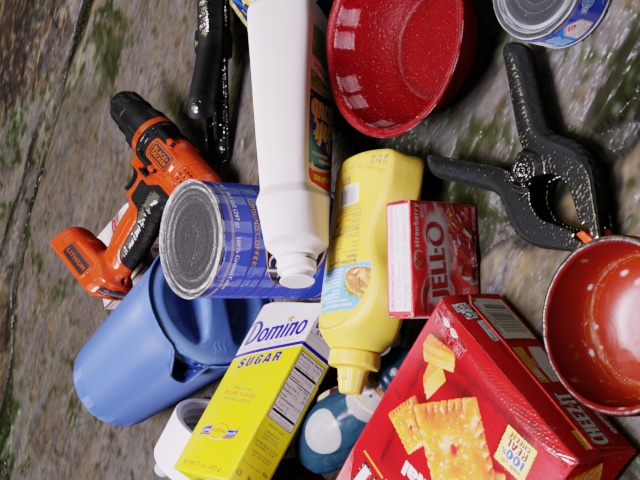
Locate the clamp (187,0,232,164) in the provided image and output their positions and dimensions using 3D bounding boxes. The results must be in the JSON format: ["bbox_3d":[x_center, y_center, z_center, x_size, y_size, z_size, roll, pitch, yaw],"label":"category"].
[{"bbox_3d":[-0.106,-0.189,1.041,0.164,0.036,0.210,91,180,-86],"label":"clamp"}]

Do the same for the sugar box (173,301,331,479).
[{"bbox_3d":[-0.051,0.136,0.937,0.094,0.048,0.176,-5,53,52],"label":"sugar box"}]

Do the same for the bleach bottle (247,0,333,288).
[{"bbox_3d":[-0.021,-0.078,0.896,0.068,0.102,0.251,-9,65,14],"label":"bleach bottle"}]

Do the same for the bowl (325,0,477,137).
[{"bbox_3d":[0.074,-0.160,0.854,0.162,0.055,0.162,-4,85,52],"label":"bowl"}]

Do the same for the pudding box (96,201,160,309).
[{"bbox_3d":[-0.221,0.017,1.236,0.114,0.039,0.090,-42,57,45],"label":"pudding box"}]

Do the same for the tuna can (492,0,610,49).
[{"bbox_3d":[0.164,-0.181,0.758,0.086,0.033,0.086,-4,85,52],"label":"tuna can"}]

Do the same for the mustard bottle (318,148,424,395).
[{"bbox_3d":[0.036,0.028,0.857,0.096,0.058,0.191,-17,61,60],"label":"mustard bottle"}]

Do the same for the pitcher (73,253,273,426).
[{"bbox_3d":[-0.158,0.096,1.093,0.243,0.148,0.145,-38,74,48],"label":"pitcher"}]

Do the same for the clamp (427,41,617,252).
[{"bbox_3d":[0.145,-0.046,0.770,0.120,0.039,0.171,-53,50,38],"label":"clamp"}]

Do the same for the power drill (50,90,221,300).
[{"bbox_3d":[-0.205,-0.045,1.123,0.188,0.057,0.185,-53,56,15],"label":"power drill"}]

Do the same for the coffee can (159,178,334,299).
[{"bbox_3d":[-0.056,0.001,0.943,0.103,0.140,0.103,-4,85,52],"label":"coffee can"}]

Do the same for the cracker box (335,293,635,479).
[{"bbox_3d":[0.106,0.171,0.783,0.164,0.071,0.214,53,128,39],"label":"cracker box"}]

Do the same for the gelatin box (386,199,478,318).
[{"bbox_3d":[0.086,0.015,0.814,0.030,0.073,0.089,-7,82,51],"label":"gelatin box"}]
